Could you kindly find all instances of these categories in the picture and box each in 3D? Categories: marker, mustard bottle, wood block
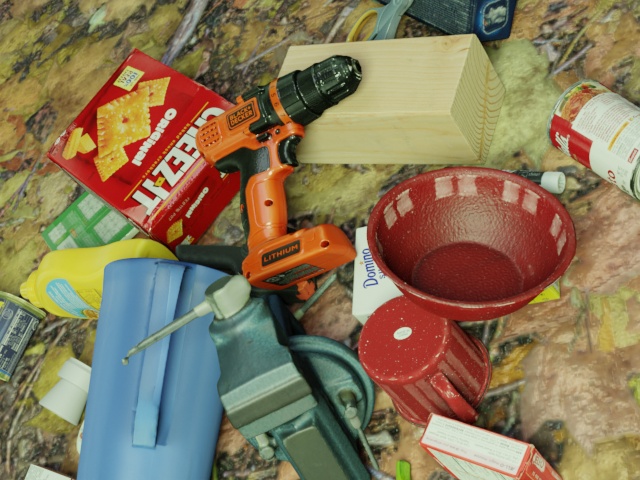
[{"bbox_3d":[0.162,-0.056,0.969,0.121,0.020,0.020,6,63,36],"label":"marker"},{"bbox_3d":[-0.235,0.044,1.101,0.192,0.096,0.058,-7,55,29],"label":"mustard bottle"},{"bbox_3d":[0.061,-0.134,1.039,0.206,0.090,0.090,3,62,33],"label":"wood block"}]

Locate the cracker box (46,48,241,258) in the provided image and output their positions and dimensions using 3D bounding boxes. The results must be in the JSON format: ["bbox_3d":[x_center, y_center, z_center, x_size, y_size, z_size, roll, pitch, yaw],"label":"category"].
[{"bbox_3d":[-0.179,-0.100,1.163,0.214,0.072,0.164,33,81,39],"label":"cracker box"}]

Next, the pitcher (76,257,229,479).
[{"bbox_3d":[-0.144,0.140,0.932,0.145,0.149,0.243,-9,65,37],"label":"pitcher"}]

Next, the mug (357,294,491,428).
[{"bbox_3d":[0.087,0.103,0.865,0.093,0.081,0.117,-38,47,4],"label":"mug"}]

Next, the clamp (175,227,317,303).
[{"bbox_3d":[-0.057,0.001,1.057,0.172,0.039,0.120,28,81,35],"label":"clamp"}]

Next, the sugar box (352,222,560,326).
[{"bbox_3d":[0.116,0.019,0.930,0.176,0.048,0.093,-14,55,28],"label":"sugar box"}]

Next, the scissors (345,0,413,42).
[{"bbox_3d":[0.079,-0.221,1.074,0.202,0.016,0.096,-28,57,57],"label":"scissors"}]

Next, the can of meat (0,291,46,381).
[{"bbox_3d":[-0.364,0.100,1.174,0.102,0.057,0.084,11,69,38],"label":"can of meat"}]

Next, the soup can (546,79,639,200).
[{"bbox_3d":[0.251,-0.085,0.899,0.068,0.068,0.102,-45,48,-2],"label":"soup can"}]

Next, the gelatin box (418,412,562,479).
[{"bbox_3d":[0.129,0.165,0.801,0.089,0.073,0.030,12,67,37],"label":"gelatin box"}]

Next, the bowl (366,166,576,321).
[{"bbox_3d":[0.117,0.012,0.840,0.162,0.055,0.162,-2,43,2],"label":"bowl"}]

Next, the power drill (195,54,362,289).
[{"bbox_3d":[-0.025,-0.061,0.981,0.185,0.057,0.187,-25,66,30],"label":"power drill"}]
